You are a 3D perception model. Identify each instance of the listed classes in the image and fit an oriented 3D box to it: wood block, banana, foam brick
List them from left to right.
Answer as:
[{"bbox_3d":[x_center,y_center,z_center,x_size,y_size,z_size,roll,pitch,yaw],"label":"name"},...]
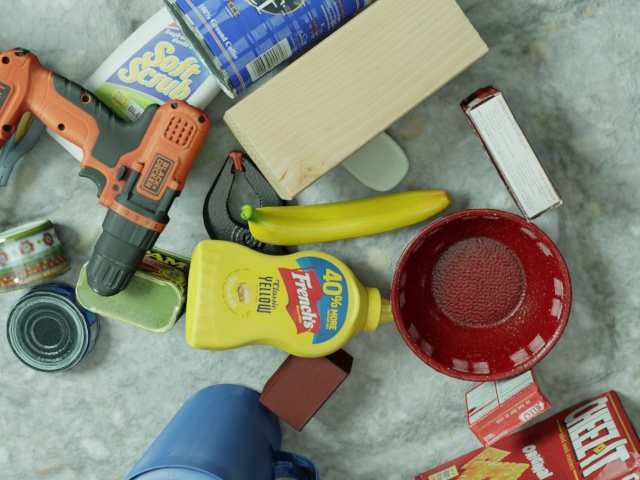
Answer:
[{"bbox_3d":[-0.014,0.132,1.015,0.051,0.053,0.078,38,103,-3],"label":"foam brick"},{"bbox_3d":[0.018,-0.019,0.967,0.197,0.070,0.037,-7,86,-17],"label":"banana"},{"bbox_3d":[0.028,-0.131,0.908,0.206,0.090,0.091,-37,96,-4],"label":"wood block"}]

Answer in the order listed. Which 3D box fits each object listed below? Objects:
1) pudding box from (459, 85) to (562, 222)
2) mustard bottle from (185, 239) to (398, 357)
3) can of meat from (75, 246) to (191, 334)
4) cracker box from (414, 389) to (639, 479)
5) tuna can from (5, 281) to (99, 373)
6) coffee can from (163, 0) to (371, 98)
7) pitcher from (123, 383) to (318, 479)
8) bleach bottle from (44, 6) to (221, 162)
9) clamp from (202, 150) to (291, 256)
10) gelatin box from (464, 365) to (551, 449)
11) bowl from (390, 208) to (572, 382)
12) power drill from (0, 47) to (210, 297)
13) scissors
[{"bbox_3d":[0.165,-0.078,0.933,0.039,0.090,0.113,-31,98,10],"label":"pudding box"},{"bbox_3d":[-0.022,0.056,0.963,0.191,0.058,0.096,6,75,-15],"label":"mustard bottle"},{"bbox_3d":[-0.169,0.042,0.996,0.102,0.084,0.057,19,103,2],"label":"can of meat"},{"bbox_3d":[0.192,0.230,0.959,0.214,0.164,0.072,-27,100,11],"label":"cracker box"},{"bbox_3d":[-0.262,0.086,1.041,0.086,0.033,0.086,1,102,6],"label":"tuna can"},{"bbox_3d":[-0.044,-0.198,0.873,0.140,0.103,0.103,-36,97,-4],"label":"coffee can"},{"bbox_3d":[-0.090,0.214,0.943,0.149,0.242,0.145,38,103,-3],"label":"pitcher"},{"bbox_3d":[-0.131,-0.167,0.960,0.102,0.068,0.251,41,101,-6],"label":"bleach bottle"},{"bbox_3d":[-0.057,0.001,1.000,0.120,0.039,0.171,-1,101,-11],"label":"clamp"},{"bbox_3d":[0.172,0.147,0.981,0.073,0.089,0.030,-36,96,11],"label":"gelatin box"},{"bbox_3d":[0.146,0.045,0.979,0.162,0.055,0.162,1,102,6],"label":"bowl"},{"bbox_3d":[-0.211,-0.065,0.915,0.187,0.057,0.184,27,92,-9],"label":"power drill"},{"bbox_3d":[-0.287,-0.064,0.982,0.016,0.096,0.202,17,94,-31],"label":"scissors"}]
